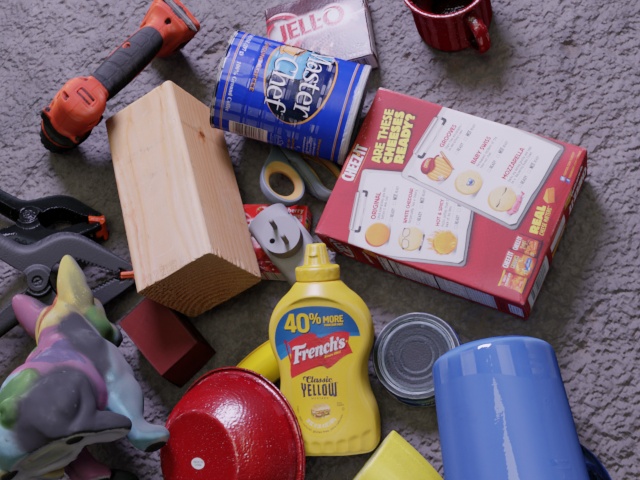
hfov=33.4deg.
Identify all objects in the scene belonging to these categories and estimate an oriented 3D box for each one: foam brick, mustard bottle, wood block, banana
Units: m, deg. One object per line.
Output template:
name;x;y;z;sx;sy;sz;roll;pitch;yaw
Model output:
foam brick;-0.152;0.097;1.059;0.051;0.053;0.078;-42;67;-3
mustard bottle;0.002;0.098;0.981;0.096;0.058;0.191;-3;92;14
wood block;-0.138;-0.041;1.062;0.090;0.090;0.206;-29;58;21
banana;-0.039;0.129;1.031;0.198;0.037;0.069;-43;92;0

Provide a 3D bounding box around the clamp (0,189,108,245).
clamp;-0.314;-0.024;1.140;0.171;0.039;0.120;-4;56;-7

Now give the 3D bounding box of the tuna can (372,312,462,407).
tuna can;0.092;0.111;1.001;0.086;0.033;0.086;-5;70;13

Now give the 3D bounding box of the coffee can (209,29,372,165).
coffee can;-0.029;-0.143;1.067;0.140;0.103;0.103;16;75;3

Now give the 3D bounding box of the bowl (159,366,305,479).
bowl;-0.094;0.198;0.974;0.162;0.055;0.162;-1;87;35

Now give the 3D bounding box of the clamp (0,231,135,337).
clamp;-0.293;0.031;1.084;0.209;0.036;0.164;-11;97;-11

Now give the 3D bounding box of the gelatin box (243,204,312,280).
gelatin box;-0.057;0.001;1.081;0.089;0.030;0.073;2;72;15

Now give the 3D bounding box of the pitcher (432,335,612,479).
pitcher;0.173;0.209;0.891;0.145;0.149;0.243;-14;66;14

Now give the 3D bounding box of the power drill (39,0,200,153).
power drill;-0.220;-0.172;1.136;0.057;0.185;0.187;45;69;-13

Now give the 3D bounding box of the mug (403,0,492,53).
mug;0.138;-0.238;1.087;0.093;0.081;0.117;-35;66;0

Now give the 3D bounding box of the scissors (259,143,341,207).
scissors;-0.058;-0.100;1.105;0.096;0.016;0.202;-31;62;-35

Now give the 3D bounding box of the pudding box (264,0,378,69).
pudding box;0.000;-0.215;1.138;0.113;0.039;0.090;-12;69;11

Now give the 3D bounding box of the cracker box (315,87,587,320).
cracker box;0.127;-0.036;1.025;0.214;0.072;0.164;19;76;21
